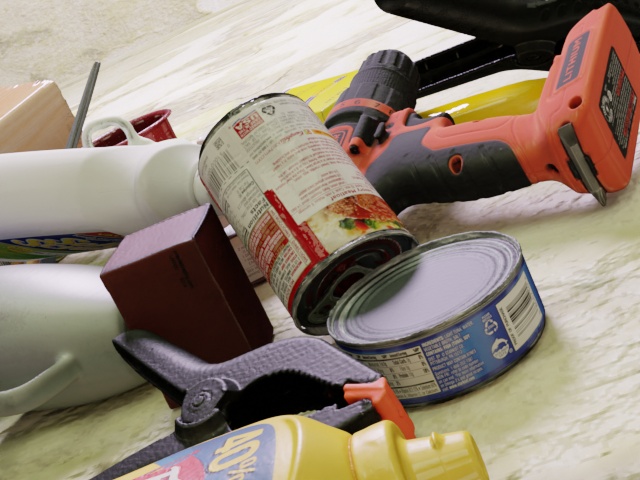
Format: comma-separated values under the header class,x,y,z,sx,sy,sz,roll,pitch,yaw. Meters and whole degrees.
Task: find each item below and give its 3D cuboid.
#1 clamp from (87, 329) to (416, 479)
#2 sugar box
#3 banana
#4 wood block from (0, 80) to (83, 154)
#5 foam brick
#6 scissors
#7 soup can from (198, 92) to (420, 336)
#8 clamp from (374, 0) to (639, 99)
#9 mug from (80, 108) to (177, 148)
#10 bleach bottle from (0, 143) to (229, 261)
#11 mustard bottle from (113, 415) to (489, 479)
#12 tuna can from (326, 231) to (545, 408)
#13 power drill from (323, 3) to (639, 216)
class,x,y,z,sx,sy,sz,roll,pitch,yaw
clamp,-0.042,0.069,0.433,0.172,0.039,0.120,-15,42,23
sugar box,-0.018,-0.097,0.876,0.177,0.048,0.093,-2,29,49
banana,0.065,-0.068,0.692,0.198,0.037,0.069,-12,25,38
wood block,-0.282,-0.033,0.837,0.091,0.090,0.205,1,37,39
foam brick,-0.063,0.031,0.525,0.053,0.078,0.051,-21,17,11
scissors,-0.206,-0.032,0.808,0.096,0.016,0.201,-22,54,54
soup can,-0.008,-0.014,0.510,0.068,0.068,0.102,-29,58,-11
clamp,0.130,-0.136,0.684,0.210,0.036,0.164,-6,-14,11
mug,-0.153,-0.042,0.847,0.117,0.081,0.093,-28,18,-7
bleach bottle,-0.140,-0.025,0.642,0.251,0.068,0.102,-3,-10,44
mustard bottle,-0.040,0.101,0.328,0.192,0.058,0.096,-23,19,9
tuna can,0.048,0.032,0.441,0.086,0.033,0.086,-24,18,8
power drill,0.078,-0.064,0.585,0.188,0.057,0.184,-15,38,35
